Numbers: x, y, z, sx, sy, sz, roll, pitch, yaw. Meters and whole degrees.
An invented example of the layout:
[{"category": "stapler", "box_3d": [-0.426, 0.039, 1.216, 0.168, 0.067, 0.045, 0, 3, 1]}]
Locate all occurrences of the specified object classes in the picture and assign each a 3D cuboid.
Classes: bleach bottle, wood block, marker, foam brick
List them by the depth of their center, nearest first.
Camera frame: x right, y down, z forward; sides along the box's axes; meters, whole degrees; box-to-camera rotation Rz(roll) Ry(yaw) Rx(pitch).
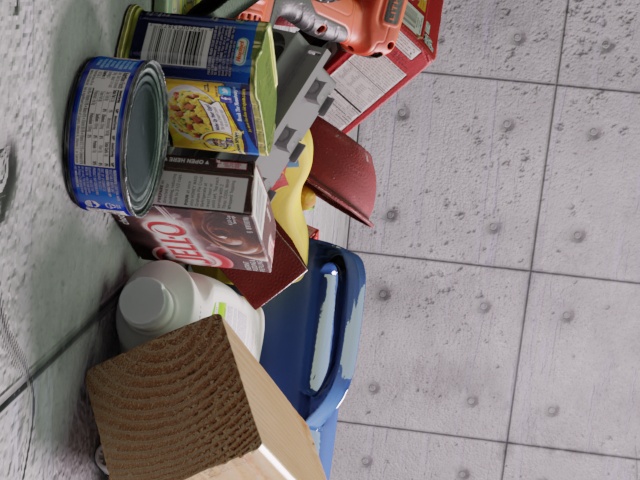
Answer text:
[{"category": "wood block", "box_3d": [-0.060, 0.140, 0.686, 0.206, 0.090, 0.091, 63, 4, -59]}, {"category": "marker", "box_3d": [-0.129, 0.160, 0.713, 0.121, 0.020, 0.020, 87, 11, -63]}, {"category": "bleach bottle", "box_3d": [-0.093, 0.061, 0.756, 0.251, 0.068, 0.102, 71, 26, -73]}, {"category": "foam brick", "box_3d": [-0.055, 0.001, 0.801, 0.078, 0.053, 0.051, 53, 3, -33]}]

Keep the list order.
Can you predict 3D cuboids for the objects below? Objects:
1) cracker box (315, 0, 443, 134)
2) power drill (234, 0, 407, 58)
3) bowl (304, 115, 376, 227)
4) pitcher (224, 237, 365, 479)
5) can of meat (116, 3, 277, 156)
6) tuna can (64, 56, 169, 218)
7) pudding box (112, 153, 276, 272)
[{"category": "cracker box", "box_3d": [0.023, -0.170, 1.055, 0.214, 0.072, 0.164, -39, -158, 31]}, {"category": "power drill", "box_3d": [-0.005, -0.229, 0.855, 0.187, 0.057, 0.184, 4, 106, -43]}, {"category": "bowl", "box_3d": [-0.007, -0.077, 0.947, 0.055, 0.162, 0.162, -56, 174, 0]}, {"category": "pitcher", "box_3d": [-0.034, 0.120, 0.936, 0.149, 0.145, 0.243, 73, 21, -71]}, {"category": "can of meat", "box_3d": [-0.072, -0.096, 0.659, 0.102, 0.084, 0.057, 85, 12, -64]}, {"category": "tuna can", "box_3d": [-0.109, -0.056, 0.578, 0.086, 0.034, 0.086, 7, 89, -85]}, {"category": "pudding box", "box_3d": [-0.078, -0.016, 0.669, 0.113, 0.090, 0.039, 82, 14, -68]}]
